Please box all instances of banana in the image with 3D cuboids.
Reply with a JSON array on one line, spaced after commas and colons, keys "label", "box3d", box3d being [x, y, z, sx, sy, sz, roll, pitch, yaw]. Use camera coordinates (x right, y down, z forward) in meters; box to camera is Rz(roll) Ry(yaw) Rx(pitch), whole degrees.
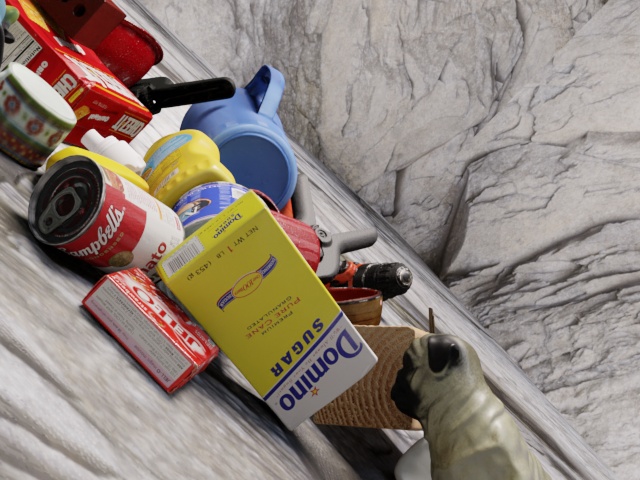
[{"label": "banana", "box3d": [-0.192, -0.052, 0.902, 0.069, 0.037, 0.198, 29, 2, -2]}]

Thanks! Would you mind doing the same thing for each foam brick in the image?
[{"label": "foam brick", "box3d": [-0.247, -0.241, 1.077, 0.078, 0.053, 0.051, 46, 7, 11]}]

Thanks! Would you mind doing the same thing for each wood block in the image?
[{"label": "wood block", "box3d": [0.071, 0.134, 1.015, 0.091, 0.090, 0.206, 0, -10, 20]}]

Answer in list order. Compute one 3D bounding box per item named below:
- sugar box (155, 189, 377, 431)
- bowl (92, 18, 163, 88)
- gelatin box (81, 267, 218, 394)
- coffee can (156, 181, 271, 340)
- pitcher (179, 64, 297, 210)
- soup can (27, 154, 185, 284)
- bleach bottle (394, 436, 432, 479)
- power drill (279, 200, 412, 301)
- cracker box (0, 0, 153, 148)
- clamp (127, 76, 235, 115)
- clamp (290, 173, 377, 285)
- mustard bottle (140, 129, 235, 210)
[{"label": "sugar box", "box3d": [-0.037, 0.057, 0.815, 0.176, 0.093, 0.048, 53, -2, -29]}, {"label": "bowl", "box3d": [-0.266, -0.214, 1.232, 0.162, 0.055, 0.162, 13, -14, 3]}, {"label": "gelatin box", "box3d": [-0.115, 0.060, 0.740, 0.089, 0.030, 0.073, 44, 7, 3]}, {"label": "coffee can", "box3d": [-0.084, 0.014, 0.902, 0.102, 0.103, 0.140, 43, 7, -14]}, {"label": "pitcher", "box3d": [-0.090, -0.108, 1.231, 0.243, 0.145, 0.149, -123, -164, -73]}, {"label": "soup can", "box3d": [-0.155, -0.012, 0.784, 0.069, 0.068, 0.102, 49, 7, 35]}, {"label": "bleach bottle", "box3d": [0.155, 0.253, 1.056, 0.103, 0.068, 0.250, 48, 5, 28]}, {"label": "power drill", "box3d": [0.001, 0.017, 1.291, 0.187, 0.057, 0.185, 41, -30, -21]}, {"label": "cracker box", "box3d": [-0.284, -0.190, 1.081, 0.214, 0.072, 0.164, 46, 7, 11]}, {"label": "clamp", "box3d": [-0.197, -0.168, 1.262, 0.210, 0.164, 0.036, -141, -148, -64]}, {"label": "clamp", "box3d": [-0.013, -0.007, 1.174, 0.120, 0.039, 0.171, 38, 35, 6]}, {"label": "mustard bottle", "box3d": [-0.140, -0.061, 1.052, 0.058, 0.096, 0.192, 41, 7, -25]}]
